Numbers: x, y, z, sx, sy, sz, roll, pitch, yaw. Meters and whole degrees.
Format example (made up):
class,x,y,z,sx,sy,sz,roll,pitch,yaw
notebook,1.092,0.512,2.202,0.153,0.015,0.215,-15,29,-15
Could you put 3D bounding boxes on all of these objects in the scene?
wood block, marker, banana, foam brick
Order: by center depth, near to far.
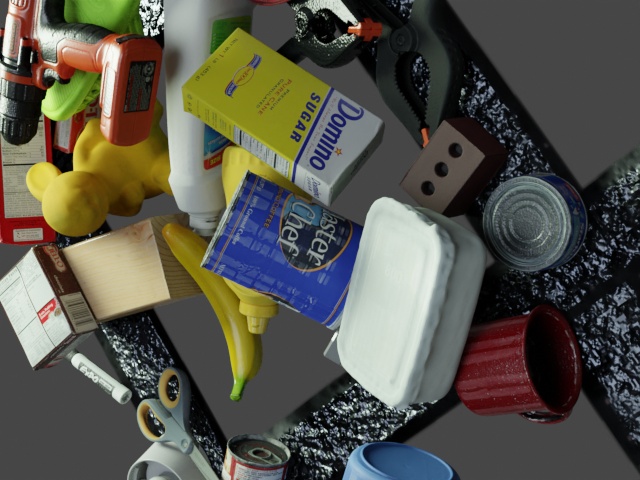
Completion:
class,x,y,z,sx,sy,sz,roll,pitch,yaw
foam brick,0.120,-0.065,0.957,0.053,0.051,0.078,46,119,22
banana,-0.104,0.066,1.119,0.037,0.069,0.198,-22,94,23
wood block,-0.220,0.037,1.195,0.207,0.090,0.091,-17,86,36
marker,-0.275,0.159,1.293,0.121,0.020,0.020,31,113,30

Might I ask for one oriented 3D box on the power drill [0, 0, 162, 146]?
class,x,y,z,sx,sy,sz,roll,pitch,yaw
power drill,-0.248,-0.158,1.056,0.188,0.057,0.184,25,116,28

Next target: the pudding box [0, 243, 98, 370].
class,x,y,z,sx,sy,sz,roll,pitch,yaw
pudding box,-0.306,0.074,1.182,0.090,0.039,0.113,-39,73,33

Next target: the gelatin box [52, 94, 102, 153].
class,x,y,z,sx,sy,sz,roll,pitch,yaw
gelatin box,-0.262,-0.145,1.212,0.030,0.073,0.089,19,106,33

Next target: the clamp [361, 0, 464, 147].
class,x,y,z,sx,sy,sz,roll,pitch,yaw
clamp,0.089,-0.191,0.970,0.165,0.036,0.210,-23,83,45

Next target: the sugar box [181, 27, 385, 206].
class,x,y,z,sx,sy,sz,roll,pitch,yaw
sugar box,-0.035,-0.119,1.013,0.176,0.093,0.048,32,156,13

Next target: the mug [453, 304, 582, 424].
class,x,y,z,sx,sy,sz,roll,pitch,yaw
mug,0.174,0.116,0.928,0.082,0.093,0.117,-16,123,41

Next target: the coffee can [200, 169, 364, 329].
class,x,y,z,sx,sy,sz,roll,pitch,yaw
coffee can,-0.028,0.009,1.005,0.140,0.102,0.103,26,115,-7

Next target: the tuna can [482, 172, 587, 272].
class,x,y,z,sx,sy,sz,roll,pitch,yaw
tuna can,0.185,-0.016,0.927,0.086,0.033,0.086,5,99,36

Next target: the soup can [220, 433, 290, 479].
class,x,y,z,sx,sy,sz,roll,pitch,yaw
soup can,-0.074,0.266,1.129,0.069,0.068,0.102,21,108,32

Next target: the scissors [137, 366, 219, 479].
class,x,y,z,sx,sy,sz,roll,pitch,yaw
scissors,-0.141,0.203,1.166,0.202,0.016,0.096,18,90,49

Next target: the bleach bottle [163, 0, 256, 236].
class,x,y,z,sx,sy,sz,roll,pitch,yaw
bleach bottle,-0.115,-0.131,1.103,0.068,0.102,0.251,11,108,31

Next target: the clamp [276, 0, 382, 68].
class,x,y,z,sx,sy,sz,roll,pitch,yaw
clamp,-0.010,-0.198,1.026,0.172,0.039,0.120,32,128,46

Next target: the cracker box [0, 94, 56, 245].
class,x,y,z,sx,sy,sz,roll,pitch,yaw
cracker box,-0.360,-0.108,1.248,0.164,0.072,0.214,-165,72,-66

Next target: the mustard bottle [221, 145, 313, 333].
class,x,y,z,sx,sy,sz,roll,pitch,yaw
mustard bottle,-0.057,0.001,1.089,0.096,0.058,0.192,9,102,17
